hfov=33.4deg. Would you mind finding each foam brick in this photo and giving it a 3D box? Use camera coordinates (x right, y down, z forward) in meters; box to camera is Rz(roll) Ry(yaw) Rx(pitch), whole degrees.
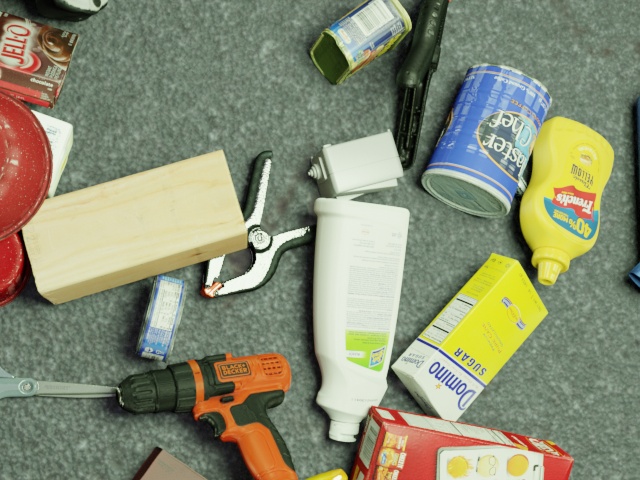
[{"bbox_3d":[-0.147,0.251,1.077,0.078,0.051,0.053,38,74,-6],"label":"foam brick"}]

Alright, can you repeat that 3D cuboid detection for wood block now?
[{"bbox_3d":[-0.184,-0.012,1.067,0.206,0.091,0.090,-16,81,-7],"label":"wood block"}]

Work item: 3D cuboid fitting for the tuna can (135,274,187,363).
[{"bbox_3d":[-0.161,0.079,1.081,0.033,0.086,0.086,15,79,-10],"label":"tuna can"}]

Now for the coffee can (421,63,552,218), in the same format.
[{"bbox_3d":[0.184,-0.110,1.184,0.102,0.103,0.140,26,77,-9],"label":"coffee can"}]

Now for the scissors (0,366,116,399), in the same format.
[{"bbox_3d":[-0.306,0.130,1.074,0.201,0.016,0.096,-10,85,-15],"label":"scissors"}]

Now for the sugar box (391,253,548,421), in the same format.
[{"bbox_3d":[0.165,0.108,1.160,0.176,0.048,0.093,-48,125,-17],"label":"sugar box"}]

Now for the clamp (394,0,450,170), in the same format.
[{"bbox_3d":[0.112,-0.193,1.184,0.036,0.164,0.210,12,56,8],"label":"clamp"}]

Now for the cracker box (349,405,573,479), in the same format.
[{"bbox_3d":[0.135,0.274,1.116,0.213,0.072,0.164,13,97,-13],"label":"cracker box"}]

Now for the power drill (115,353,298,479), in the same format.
[{"bbox_3d":[-0.096,0.199,1.051,0.184,0.057,0.188,-6,57,-24],"label":"power drill"}]

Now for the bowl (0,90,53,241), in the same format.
[{"bbox_3d":[-0.333,-0.075,0.989,0.162,0.055,0.162,1,82,-8],"label":"bowl"}]

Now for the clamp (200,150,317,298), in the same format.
[{"bbox_3d":[-0.057,0.001,1.143,0.120,0.039,0.171,34,79,-2],"label":"clamp"}]

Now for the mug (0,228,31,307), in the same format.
[{"bbox_3d":[-0.342,0.025,1.046,0.117,0.082,0.093,-32,90,-16],"label":"mug"}]

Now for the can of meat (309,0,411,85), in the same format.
[{"bbox_3d":[0.041,-0.220,1.167,0.084,0.102,0.057,-37,91,-14],"label":"can of meat"}]

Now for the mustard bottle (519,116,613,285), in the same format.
[{"bbox_3d":[0.271,-0.038,1.199,0.096,0.058,0.191,28,64,-22],"label":"mustard bottle"}]

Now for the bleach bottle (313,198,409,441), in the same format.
[{"bbox_3d":[0.031,0.085,1.126,0.102,0.068,0.251,7,91,-28],"label":"bleach bottle"}]

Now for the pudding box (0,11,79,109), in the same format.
[{"bbox_3d":[-0.299,-0.184,1.077,0.090,0.113,0.039,16,121,-12],"label":"pudding box"}]
